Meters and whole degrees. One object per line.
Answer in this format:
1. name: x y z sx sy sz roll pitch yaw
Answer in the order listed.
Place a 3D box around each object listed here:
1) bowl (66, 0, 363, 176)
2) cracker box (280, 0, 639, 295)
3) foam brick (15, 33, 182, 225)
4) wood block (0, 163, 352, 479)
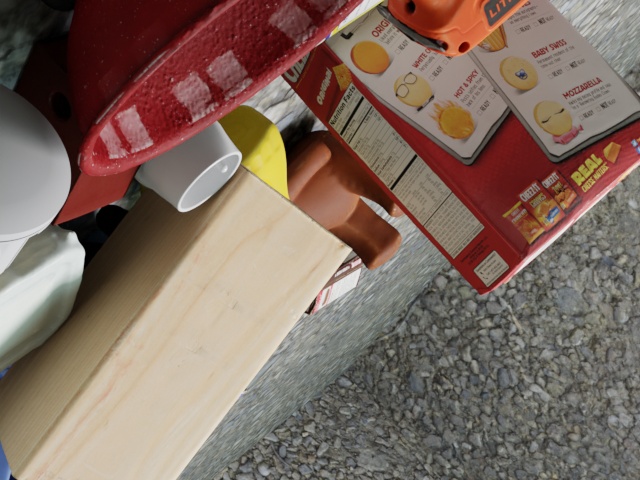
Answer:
1. bowl: -0.044 -0.095 0.424 0.162 0.055 0.162 -37 178 -2
2. cracker box: 0.094 -0.094 0.689 0.164 0.214 0.072 -37 170 -30
3. foam brick: -0.113 -0.055 0.508 0.051 0.053 0.078 -32 164 -49
4. wood block: -0.091 0.051 0.623 0.206 0.090 0.091 -52 -147 1
